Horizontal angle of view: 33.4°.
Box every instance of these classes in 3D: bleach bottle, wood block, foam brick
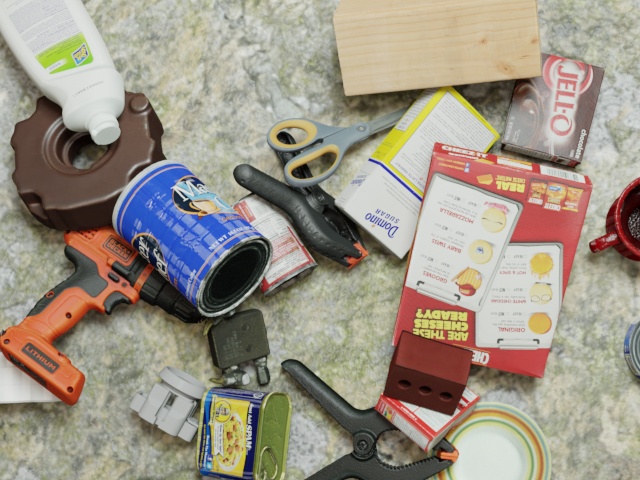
[{"bbox_3d":[-0.285,-0.200,1.159,0.102,0.068,0.251,-31,63,-1],"label":"bleach bottle"},{"bbox_3d":[0.125,-0.218,1.125,0.206,0.090,0.090,-4,117,13],"label":"wood block"},{"bbox_3d":[0.110,0.136,1.096,0.078,0.053,0.051,16,41,1],"label":"foam brick"}]

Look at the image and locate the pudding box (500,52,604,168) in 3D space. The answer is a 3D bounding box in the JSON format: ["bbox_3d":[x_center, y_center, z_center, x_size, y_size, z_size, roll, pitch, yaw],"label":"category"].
[{"bbox_3d":[0.253,-0.145,1.171,0.090,0.039,0.113,15,85,5],"label":"pudding box"}]

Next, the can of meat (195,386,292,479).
[{"bbox_3d":[-0.083,0.208,1.138,0.084,0.057,0.102,2,83,30],"label":"can of meat"}]

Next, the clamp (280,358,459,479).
[{"bbox_3d":[0.043,0.209,1.148,0.210,0.036,0.164,-2,85,11],"label":"clamp"}]

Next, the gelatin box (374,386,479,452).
[{"bbox_3d":[0.113,0.171,1.124,0.073,0.030,0.089,38,45,22],"label":"gelatin box"}]

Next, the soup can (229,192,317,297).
[{"bbox_3d":[-0.058,0.001,1.164,0.068,0.068,0.102,-32,83,0],"label":"soup can"}]

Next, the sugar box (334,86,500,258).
[{"bbox_3d":[0.104,-0.077,1.158,0.093,0.048,0.176,40,90,-21],"label":"sugar box"}]

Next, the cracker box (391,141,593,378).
[{"bbox_3d":[0.175,0.019,1.113,0.164,0.072,0.214,12,108,5],"label":"cracker box"}]

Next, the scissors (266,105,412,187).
[{"bbox_3d":[0.025,-0.126,1.167,0.096,0.016,0.201,40,60,19],"label":"scissors"}]

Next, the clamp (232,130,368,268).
[{"bbox_3d":[-0.020,-0.038,1.150,0.171,0.120,0.039,50,130,6],"label":"clamp"}]

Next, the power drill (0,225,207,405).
[{"bbox_3d":[-0.237,0.082,1.149,0.184,0.057,0.187,33,65,7],"label":"power drill"}]

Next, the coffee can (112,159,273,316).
[{"bbox_3d":[-0.133,-0.003,1.110,0.140,0.102,0.103,41,88,25],"label":"coffee can"}]
